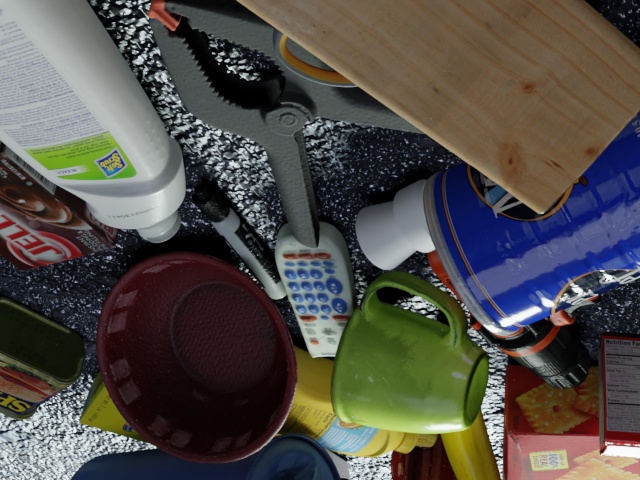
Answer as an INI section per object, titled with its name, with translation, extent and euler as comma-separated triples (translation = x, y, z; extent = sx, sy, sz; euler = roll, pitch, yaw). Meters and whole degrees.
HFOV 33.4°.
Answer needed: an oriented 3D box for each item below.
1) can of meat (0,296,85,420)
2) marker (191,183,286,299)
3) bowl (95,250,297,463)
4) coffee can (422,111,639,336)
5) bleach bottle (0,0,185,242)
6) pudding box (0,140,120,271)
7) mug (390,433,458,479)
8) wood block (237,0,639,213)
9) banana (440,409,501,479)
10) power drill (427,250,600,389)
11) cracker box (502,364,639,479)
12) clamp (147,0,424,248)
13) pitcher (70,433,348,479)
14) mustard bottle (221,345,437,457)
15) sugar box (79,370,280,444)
[can of meat]
translation = -0.259, 0.099, 0.892
extent = 0.102, 0.057, 0.084
euler = 31, 135, -28
[marker]
translation = -0.055, 0.001, 0.748
extent = 0.020, 0.020, 0.121
euler = -10, 140, 24
[bowl]
translation = -0.084, 0.080, 0.793
extent = 0.162, 0.055, 0.162
euler = 5, 105, 19
[coffee can]
translation = 0.143, -0.020, 0.590
extent = 0.140, 0.103, 0.102
euler = -27, 131, 25
[bleach bottle]
translation = -0.155, -0.080, 0.628
extent = 0.103, 0.068, 0.250
euler = -6, 143, 19
[pudding box]
translation = -0.203, -0.028, 0.724
extent = 0.090, 0.039, 0.113
euler = -14, 138, 28
[mug]
translation = 0.099, 0.215, 0.949
extent = 0.093, 0.081, 0.117
euler = -22, 134, 35
[wood block]
translation = 0.048, -0.113, 0.493
extent = 0.205, 0.091, 0.090
euler = 31, 110, -27
[banana]
translation = 0.123, 0.155, 0.870
extent = 0.037, 0.070, 0.198
euler = -28, 116, -17
[power drill]
translation = 0.190, 0.033, 0.708
extent = 0.188, 0.057, 0.184
euler = -20, 135, 33
[cracker box]
translation = 0.256, 0.171, 0.866
extent = 0.214, 0.072, 0.164
euler = 1, 143, 10
[clamp]
translation = -0.006, -0.083, 0.611
extent = 0.165, 0.036, 0.209
euler = -25, 132, 29
[pitcher]
translation = -0.101, 0.234, 0.916
extent = 0.243, 0.145, 0.149
euler = -10, 133, 38
[mustard bottle]
translation = 0.009, 0.137, 0.884
extent = 0.191, 0.058, 0.096
euler = 20, 136, -14
[sugar box]
translation = -0.114, 0.154, 0.944
extent = 0.176, 0.048, 0.093
euler = 22, 143, -15
